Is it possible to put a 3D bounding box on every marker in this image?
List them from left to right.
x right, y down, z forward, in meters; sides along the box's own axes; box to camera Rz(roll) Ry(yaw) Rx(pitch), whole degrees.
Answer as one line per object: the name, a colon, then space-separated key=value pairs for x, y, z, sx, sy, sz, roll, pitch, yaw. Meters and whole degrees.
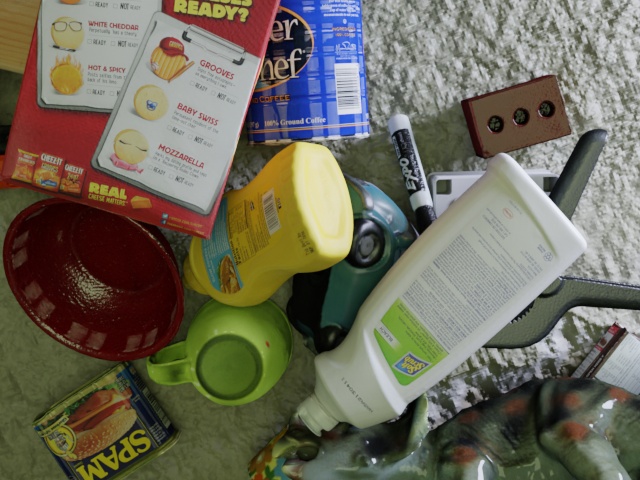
marker: x=0.078 y=-0.052 z=0.887 sx=0.020 sy=0.020 sz=0.121 roll=-14 pitch=60 yaw=1

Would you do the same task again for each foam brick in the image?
foam brick: x=0.164 y=-0.104 z=0.898 sx=0.078 sy=0.051 sz=0.053 roll=-17 pitch=97 yaw=2

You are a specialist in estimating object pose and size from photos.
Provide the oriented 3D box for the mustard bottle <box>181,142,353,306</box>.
mustard bottle: x=-0.055 y=0.001 z=0.866 sx=0.058 sy=0.192 sz=0.096 roll=3 pitch=67 yaw=-41

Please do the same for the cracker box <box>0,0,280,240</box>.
cracker box: x=-0.130 y=-0.127 z=0.796 sx=0.164 sy=0.072 sz=0.214 roll=16 pitch=105 yaw=-7

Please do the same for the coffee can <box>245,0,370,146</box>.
coffee can: x=-0.014 y=-0.150 z=0.867 sx=0.103 sy=0.103 sz=0.140 roll=-4 pitch=97 yaw=0

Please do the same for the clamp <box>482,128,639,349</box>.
clamp: x=0.187 y=0.033 z=0.863 sx=0.210 sy=0.036 sz=0.164 roll=-36 pitch=93 yaw=2

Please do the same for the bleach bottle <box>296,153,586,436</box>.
bleach bottle: x=0.078 y=0.052 z=0.820 sx=0.251 sy=0.068 sz=0.102 roll=-42 pitch=86 yaw=5

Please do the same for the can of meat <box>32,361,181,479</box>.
can of meat: x=-0.187 y=0.164 z=0.927 sx=0.102 sy=0.057 sz=0.084 roll=-33 pitch=94 yaw=4

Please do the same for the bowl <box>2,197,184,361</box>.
bowl: x=-0.180 y=0.021 z=0.892 sx=0.162 sy=0.055 sz=0.162 roll=9 pitch=124 yaw=13
